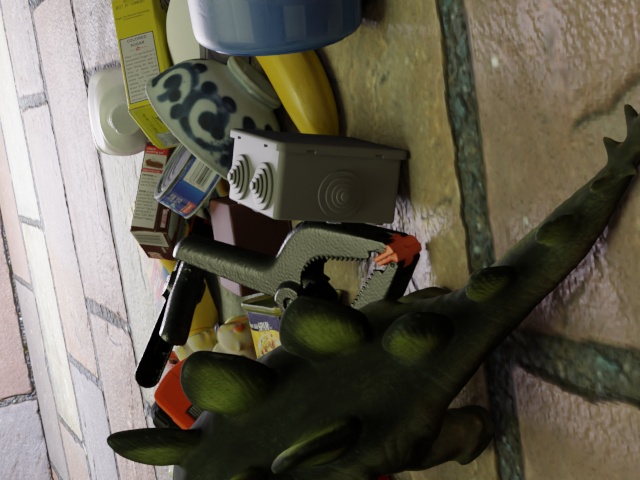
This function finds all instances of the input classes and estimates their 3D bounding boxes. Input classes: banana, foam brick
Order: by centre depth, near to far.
[{"bbox_3d":[-0.033,-0.132,0.784,0.070,0.037,0.198,105,146,-46],"label":"banana"},{"bbox_3d":[-0.056,0.001,0.888,0.051,0.052,0.078,-165,66,-65],"label":"foam brick"}]

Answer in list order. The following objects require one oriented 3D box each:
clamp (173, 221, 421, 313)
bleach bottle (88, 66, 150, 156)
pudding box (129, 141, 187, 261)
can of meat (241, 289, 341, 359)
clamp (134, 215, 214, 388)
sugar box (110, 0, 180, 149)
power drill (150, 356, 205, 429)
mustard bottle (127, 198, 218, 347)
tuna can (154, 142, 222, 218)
[{"bbox_3d":[-0.017,0.033,0.735,0.210,0.036,0.164,-39,80,43],"label":"clamp"},{"bbox_3d":[-0.201,-0.125,1.087,0.251,0.068,0.102,-139,41,-74],"label":"bleach bottle"},{"bbox_3d":[-0.152,-0.035,1.040,0.113,0.039,0.090,97,180,-76],"label":"pudding box"},{"bbox_3d":[-0.015,0.084,0.828,0.102,0.057,0.084,-2,101,67],"label":"can of meat"},{"bbox_3d":[-0.134,0.056,1.009,0.120,0.039,0.171,-48,19,44],"label":"clamp"},{"bbox_3d":[-0.153,-0.180,0.966,0.093,0.048,0.176,62,-163,-71],"label":"sugar box"},{"bbox_3d":[-0.089,0.169,0.927,0.185,0.057,0.187,34,159,20],"label":"power drill"},{"bbox_3d":[-0.151,0.044,1.130,0.192,0.058,0.096,69,154,20],"label":"mustard bottle"},{"bbox_3d":[-0.108,-0.063,0.920,0.086,0.033,0.086,-50,20,25],"label":"tuna can"}]
